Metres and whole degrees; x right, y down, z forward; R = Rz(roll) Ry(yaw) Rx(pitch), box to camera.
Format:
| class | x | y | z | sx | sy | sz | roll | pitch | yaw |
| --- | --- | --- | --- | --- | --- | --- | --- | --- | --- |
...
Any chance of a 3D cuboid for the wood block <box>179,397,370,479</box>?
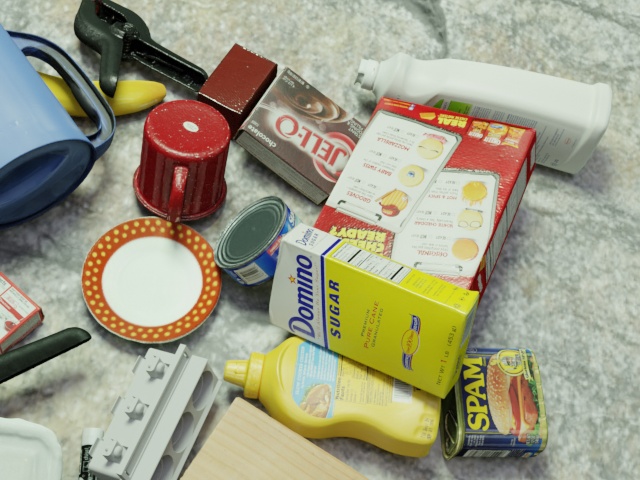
| class | x | y | z | sx | sy | sz | roll | pitch | yaw |
| --- | --- | --- | --- | --- | --- | --- | --- | --- | --- |
| wood block | -0.009 | 0.230 | 0.879 | 0.206 | 0.091 | 0.090 | 31 | 62 | 8 |

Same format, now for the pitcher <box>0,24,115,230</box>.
| class | x | y | z | sx | sy | sz | roll | pitch | yaw |
| --- | --- | --- | --- | --- | --- | --- | --- | --- | --- |
| pitcher | -0.315 | -0.143 | 0.993 | 0.145 | 0.149 | 0.243 | -39 | 76 | 15 |

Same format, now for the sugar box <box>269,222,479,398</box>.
| class | x | y | z | sx | sy | sz | roll | pitch | yaw |
| --- | --- | --- | --- | --- | --- | --- | --- | --- | --- |
| sugar box | 0.043 | 0.060 | 0.926 | 0.176 | 0.093 | 0.048 | 20 | 31 | 17 |

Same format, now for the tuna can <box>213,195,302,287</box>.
| class | x | y | z | sx | sy | sz | roll | pitch | yaw |
| --- | --- | --- | --- | --- | --- | --- | --- | --- | --- |
| tuna can | -0.057 | 0.001 | 0.996 | 0.033 | 0.086 | 0.086 | 46 | 57 | -31 |

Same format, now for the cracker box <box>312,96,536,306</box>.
| class | x | y | z | sx | sy | sz | roll | pitch | yaw |
| --- | --- | --- | --- | --- | --- | --- | --- | --- | --- |
| cracker box | 0.096 | -0.025 | 1.018 | 0.164 | 0.072 | 0.213 | 15 | 61 | 21 |

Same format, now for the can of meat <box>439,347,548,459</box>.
| class | x | y | z | sx | sy | sz | roll | pitch | yaw |
| --- | --- | --- | --- | --- | --- | --- | --- | --- | --- |
| can of meat | 0.154 | 0.146 | 0.967 | 0.084 | 0.057 | 0.102 | 3 | 62 | -9 |

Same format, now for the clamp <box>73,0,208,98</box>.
| class | x | y | z | sx | sy | sz | roll | pitch | yaw |
| --- | --- | --- | --- | --- | --- | --- | --- | --- | --- |
| clamp | -0.191 | -0.199 | 1.093 | 0.120 | 0.039 | 0.171 | 2 | 42 | -38 |

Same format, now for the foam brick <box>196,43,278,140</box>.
| class | x | y | z | sx | sy | sz | roll | pitch | yaw |
| --- | --- | --- | --- | --- | --- | --- | --- | --- | --- |
| foam brick | -0.085 | -0.150 | 1.087 | 0.051 | 0.053 | 0.078 | 29 | 63 | 7 |

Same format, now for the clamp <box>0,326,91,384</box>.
| class | x | y | z | sx | sy | sz | roll | pitch | yaw |
| --- | --- | --- | --- | --- | --- | --- | --- | --- | --- |
| clamp | -0.303 | 0.147 | 0.889 | 0.209 | 0.036 | 0.164 | 5 | 74 | -13 |

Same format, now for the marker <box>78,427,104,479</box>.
| class | x | y | z | sx | sy | sz | roll | pitch | yaw |
| --- | --- | --- | --- | --- | --- | --- | --- | --- | --- |
| marker | -0.197 | 0.219 | 0.899 | 0.020 | 0.020 | 0.121 | 3 | 63 | -7 |

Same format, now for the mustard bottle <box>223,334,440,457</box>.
| class | x | y | z | sx | sy | sz | roll | pitch | yaw |
| --- | --- | --- | --- | --- | --- | --- | --- | --- | --- |
| mustard bottle | 0.009 | 0.132 | 0.951 | 0.191 | 0.058 | 0.096 | 10 | 54 | -3 |

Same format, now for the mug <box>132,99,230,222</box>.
| class | x | y | z | sx | sy | sz | roll | pitch | yaw |
| --- | --- | --- | --- | --- | --- | --- | --- | --- | --- |
| mug | -0.131 | -0.071 | 1.009 | 0.093 | 0.082 | 0.117 | 11 | 48 | -5 |

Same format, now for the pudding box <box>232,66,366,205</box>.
| class | x | y | z | sx | sy | sz | roll | pitch | yaw |
| --- | --- | --- | --- | --- | --- | --- | --- | --- | --- |
| pudding box | -0.017 | -0.104 | 1.066 | 0.113 | 0.039 | 0.090 | 36 | 62 | -7 |

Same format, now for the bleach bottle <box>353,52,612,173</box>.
| class | x | y | z | sx | sy | sz | roll | pitch | yaw |
| --- | --- | --- | --- | --- | --- | --- | --- | --- | --- |
| bleach bottle | 0.160 | -0.144 | 1.091 | 0.251 | 0.103 | 0.068 | 16 | 57 | -1 |

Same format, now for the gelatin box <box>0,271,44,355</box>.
| class | x | y | z | sx | sy | sz | roll | pitch | yaw |
| --- | --- | --- | --- | --- | --- | --- | --- | --- | --- |
| gelatin box | -0.305 | 0.071 | 0.954 | 0.073 | 0.030 | 0.089 | 39 | 65 | 13 |

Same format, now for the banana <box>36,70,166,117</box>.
| class | x | y | z | sx | sy | sz | roll | pitch | yaw |
| --- | --- | --- | --- | --- | --- | --- | --- | --- | --- |
| banana | -0.258 | -0.157 | 1.075 | 0.198 | 0.037 | 0.069 | 16 | 64 | 0 |
